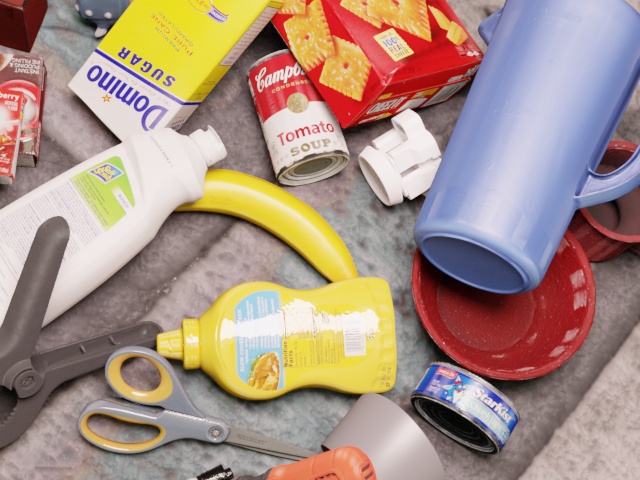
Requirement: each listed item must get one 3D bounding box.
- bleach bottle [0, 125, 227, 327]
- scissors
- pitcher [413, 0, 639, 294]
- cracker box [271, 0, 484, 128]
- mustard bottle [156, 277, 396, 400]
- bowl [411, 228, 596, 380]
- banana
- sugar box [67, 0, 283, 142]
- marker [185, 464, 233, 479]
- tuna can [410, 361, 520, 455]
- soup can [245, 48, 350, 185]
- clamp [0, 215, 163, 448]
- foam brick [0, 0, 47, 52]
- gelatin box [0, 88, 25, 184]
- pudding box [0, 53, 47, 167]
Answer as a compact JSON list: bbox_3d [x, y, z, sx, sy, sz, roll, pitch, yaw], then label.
[{"bbox_3d":[-0.183,-0.009,0.855,0.250,0.068,0.102,-33,74,-11],"label":"bleach bottle"},{"bbox_3d":[-0.090,0.132,0.848,0.201,0.016,0.096,3,104,-8],"label":"scissors"},{"bbox_3d":[0.179,-0.080,0.864,0.145,0.149,0.242,33,70,-17],"label":"pitcher"},{"bbox_3d":[0.031,-0.214,0.940,0.163,0.072,0.214,-21,74,-47],"label":"cracker box"},{"bbox_3d":[-0.037,0.081,0.870,0.191,0.058,0.096,-2,84,-10],"label":"mustard bottle"},{"bbox_3d":[0.150,0.045,0.917,0.162,0.055,0.162,3,71,-9],"label":"bowl"},{"bbox_3d":[-0.054,-0.018,0.916,0.198,0.037,0.069,17,91,-2],"label":"banana"},{"bbox_3d":[-0.124,-0.164,0.897,0.093,0.048,0.176,44,105,6],"label":"sugar box"},{"bbox_3d":[-0.125,0.205,0.834,0.121,0.020,0.020,-20,76,-15],"label":"marker"},{"bbox_3d":[0.116,0.137,0.864,0.086,0.086,0.033,34,71,3],"label":"tuna can"},{"bbox_3d":[-0.020,-0.107,0.933,0.068,0.068,0.102,-13,75,-14],"label":"soup can"},{"bbox_3d":[-0.220,0.099,0.809,0.210,0.164,0.036,-49,50,-6],"label":"clamp"},{"bbox_3d":[-0.268,-0.207,0.918,0.053,0.078,0.051,17,69,-7],"label":"foam brick"},{"bbox_3d":[-0.288,-0.088,0.859,0.089,0.030,0.073,7,76,-10],"label":"gelatin box"},{"bbox_3d":[-0.292,-0.112,0.902,0.113,0.039,0.090,3,72,-8],"label":"pudding box"}]
